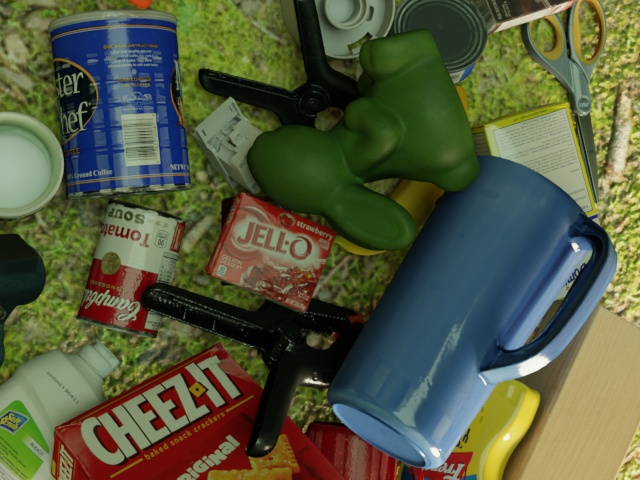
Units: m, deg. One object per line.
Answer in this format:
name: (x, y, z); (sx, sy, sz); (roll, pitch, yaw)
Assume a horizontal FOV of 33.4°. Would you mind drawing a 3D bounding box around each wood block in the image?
wood block: (0.226, 0.167, 0.981); (0.090, 0.090, 0.206); (28, 83, -15)

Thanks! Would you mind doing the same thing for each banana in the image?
banana: (0.081, -0.051, 0.958); (0.197, 0.037, 0.069); (-48, 129, -17)

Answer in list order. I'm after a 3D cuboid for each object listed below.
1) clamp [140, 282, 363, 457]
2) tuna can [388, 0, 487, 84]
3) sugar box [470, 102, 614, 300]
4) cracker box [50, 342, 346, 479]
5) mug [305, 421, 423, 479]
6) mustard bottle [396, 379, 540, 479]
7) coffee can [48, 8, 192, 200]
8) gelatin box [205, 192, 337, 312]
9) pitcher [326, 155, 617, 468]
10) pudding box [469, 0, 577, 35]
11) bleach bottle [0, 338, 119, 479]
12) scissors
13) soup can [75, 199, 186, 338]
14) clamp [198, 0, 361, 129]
clamp: (-0.030, 0.096, 0.875); (0.209, 0.036, 0.165); (-1, 49, -46)
tuna can: (0.104, -0.181, 0.960); (0.086, 0.034, 0.086); (3, 69, -7)
sugar box: (0.206, -0.034, 1.000); (0.093, 0.048, 0.176); (-17, 99, -16)
cracker box: (-0.080, 0.197, 0.817); (0.163, 0.072, 0.214); (-25, 57, -35)
mug: (0.035, 0.201, 0.916); (0.093, 0.117, 0.081); (16, 78, -55)
mustard bottle: (0.117, 0.205, 0.947); (0.058, 0.096, 0.191); (30, 81, -48)
coffee can: (-0.160, -0.107, 0.860); (0.102, 0.103, 0.140); (-6, 92, -17)
gelatin box: (-0.041, 0.010, 0.878); (0.089, 0.030, 0.073); (23, 83, -15)
pitcher: (0.118, 0.061, 0.865); (0.145, 0.149, 0.242); (34, 71, 1)
pudding box: (0.175, -0.256, 0.987); (0.090, 0.039, 0.113); (-20, 88, -15)
bleach bottle: (-0.255, 0.183, 0.854); (0.250, 0.068, 0.102); (-45, 102, -14)
scissors: (0.232, -0.140, 1.022); (0.096, 0.016, 0.202); (7, 87, -15)
soup can: (-0.155, 0.024, 0.879); (0.068, 0.069, 0.102); (16, 86, -16)
clamp: (-0.006, -0.134, 0.921); (0.171, 0.039, 0.120); (35, 113, -23)
